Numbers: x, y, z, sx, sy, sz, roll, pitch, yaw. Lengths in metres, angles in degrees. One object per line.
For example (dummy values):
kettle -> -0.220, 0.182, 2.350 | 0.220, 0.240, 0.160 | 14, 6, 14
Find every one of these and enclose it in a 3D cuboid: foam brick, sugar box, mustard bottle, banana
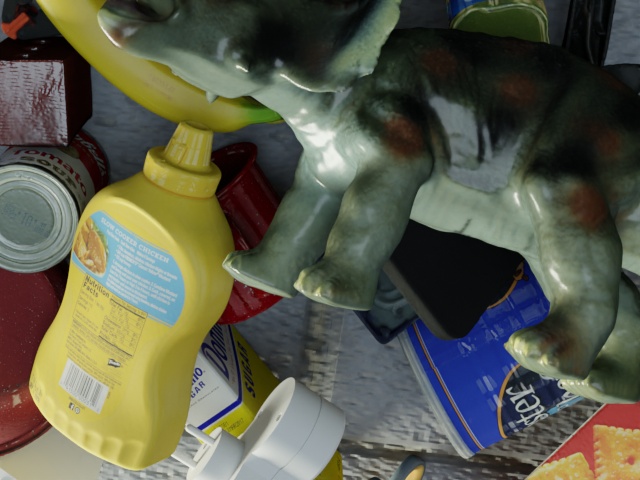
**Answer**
foam brick -> -0.170, -0.090, 0.639 | 0.053, 0.078, 0.051 | 1, 111, -2
sugar box -> -0.050, 0.113, 0.705 | 0.048, 0.093, 0.176 | -33, 107, 9
mustard bottle -> -0.097, 0.024, 0.590 | 0.096, 0.058, 0.192 | 31, 112, 26
banana -> -0.111, -0.121, 0.611 | 0.197, 0.037, 0.070 | 38, 126, -15

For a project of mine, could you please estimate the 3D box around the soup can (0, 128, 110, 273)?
soup can -> -0.170, -0.028, 0.647 | 0.068, 0.102, 0.068 | 0, 109, -1

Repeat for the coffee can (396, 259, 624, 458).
coffee can -> 0.132, 0.063, 0.686 | 0.140, 0.103, 0.103 | -28, 108, 8

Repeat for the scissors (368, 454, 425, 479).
scissors -> 0.033, 0.226, 0.780 | 0.016, 0.096, 0.202 | 35, 141, 24

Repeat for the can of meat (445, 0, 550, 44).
can of meat -> 0.100, -0.125, 0.604 | 0.057, 0.084, 0.102 | -9, 143, 12

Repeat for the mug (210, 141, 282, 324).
mug -> -0.054, 0.001, 0.656 | 0.093, 0.117, 0.081 | -36, 112, -7

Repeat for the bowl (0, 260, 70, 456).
bowl -> -0.211, 0.053, 0.651 | 0.161, 0.055, 0.162 | 8, 73, -28
